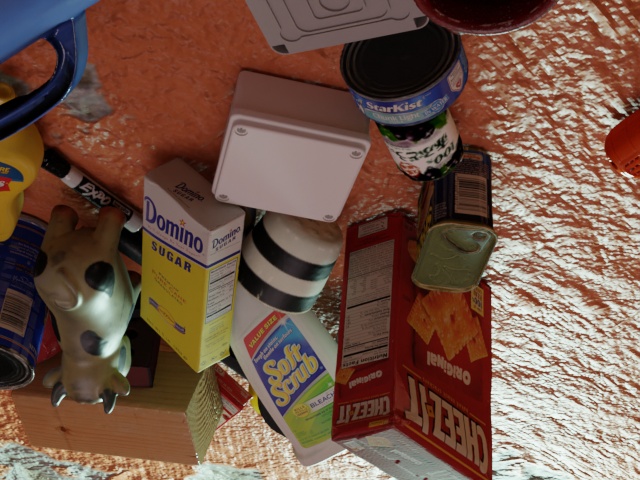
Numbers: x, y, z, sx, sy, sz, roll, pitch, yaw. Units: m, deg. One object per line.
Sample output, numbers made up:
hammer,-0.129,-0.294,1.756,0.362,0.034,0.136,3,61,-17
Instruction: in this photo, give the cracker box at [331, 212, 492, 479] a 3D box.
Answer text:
cracker box,0.090,0.104,0.963,0.072,0.213,0.164,-20,139,33

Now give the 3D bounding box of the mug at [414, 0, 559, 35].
mug,0.098,-0.179,0.652,0.093,0.081,0.117,8,147,-4

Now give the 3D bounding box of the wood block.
wood block,-0.224,0.181,1.194,0.206,0.090,0.091,4,128,14

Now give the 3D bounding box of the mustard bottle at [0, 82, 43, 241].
mustard bottle,-0.284,-0.070,0.892,0.096,0.058,0.192,22,143,-16

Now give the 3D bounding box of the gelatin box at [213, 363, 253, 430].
gelatin box,-0.130,0.182,1.253,0.073,0.030,0.089,43,138,-3

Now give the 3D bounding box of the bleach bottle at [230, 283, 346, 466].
bleach bottle,-0.043,0.106,1.040,0.103,0.068,0.250,-29,117,12

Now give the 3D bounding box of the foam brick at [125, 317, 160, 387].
foam brick,-0.200,0.111,1.138,0.053,0.078,0.051,4,146,-2

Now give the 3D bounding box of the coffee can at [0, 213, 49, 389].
coffee can,-0.307,0.056,1.011,0.103,0.140,0.103,4,147,2

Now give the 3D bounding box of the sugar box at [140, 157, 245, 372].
sugar box,-0.117,0.024,0.941,0.093,0.048,0.176,39,141,30

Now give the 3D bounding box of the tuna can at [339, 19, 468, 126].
tuna can,0.059,-0.121,0.741,0.086,0.086,0.033,-7,146,18

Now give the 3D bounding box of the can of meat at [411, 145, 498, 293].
can of meat,0.111,-0.018,0.892,0.057,0.084,0.102,7,147,-2

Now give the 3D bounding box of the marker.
marker,-0.205,-0.045,0.954,0.020,0.020,0.121,-18,140,31
